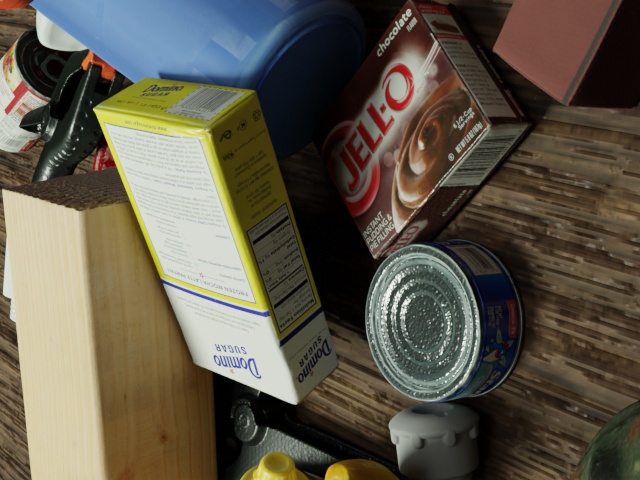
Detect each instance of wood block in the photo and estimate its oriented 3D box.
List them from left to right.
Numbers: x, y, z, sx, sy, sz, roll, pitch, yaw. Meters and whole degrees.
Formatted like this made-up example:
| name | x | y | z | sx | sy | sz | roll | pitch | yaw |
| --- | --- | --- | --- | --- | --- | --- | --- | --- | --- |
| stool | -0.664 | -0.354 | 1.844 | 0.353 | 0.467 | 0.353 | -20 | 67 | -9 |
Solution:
| name | x | y | z | sx | sy | sz | roll | pitch | yaw |
| --- | --- | --- | --- | --- | --- | --- | --- | --- | --- |
| wood block | -0.128 | 0.066 | 0.664 | 0.091 | 0.090 | 0.206 | 13 | 111 | 43 |

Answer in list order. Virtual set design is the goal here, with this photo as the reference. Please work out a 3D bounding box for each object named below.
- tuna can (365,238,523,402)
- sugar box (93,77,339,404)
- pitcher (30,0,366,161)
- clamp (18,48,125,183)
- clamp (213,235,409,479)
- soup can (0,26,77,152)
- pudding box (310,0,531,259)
| name | x | y | z | sx | sy | sz | roll | pitch | yaw |
| --- | --- | --- | --- | --- | --- | --- | --- | --- | --- |
| tuna can | 0.064 | 0.042 | 0.566 | 0.086 | 0.033 | 0.086 | 3 | 94 | 49 |
| sugar box | -0.054 | 0.001 | 0.588 | 0.093 | 0.048 | 0.176 | 15 | 134 | 42 |
| pitcher | -0.090 | -0.160 | 0.635 | 0.243 | 0.149 | 0.145 | 40 | 98 | 26 |
| clamp | -0.186 | -0.087 | 0.777 | 0.172 | 0.039 | 0.120 | -48 | 47 | 36 |
| clamp | -0.035 | 0.101 | 0.681 | 0.210 | 0.036 | 0.164 | -28 | 70 | 43 |
| soup can | -0.241 | -0.123 | 0.884 | 0.102 | 0.068 | 0.068 | -31 | 69 | 46 |
| pudding box | 0.050 | -0.058 | 0.574 | 0.114 | 0.039 | 0.090 | -50 | 56 | 38 |
